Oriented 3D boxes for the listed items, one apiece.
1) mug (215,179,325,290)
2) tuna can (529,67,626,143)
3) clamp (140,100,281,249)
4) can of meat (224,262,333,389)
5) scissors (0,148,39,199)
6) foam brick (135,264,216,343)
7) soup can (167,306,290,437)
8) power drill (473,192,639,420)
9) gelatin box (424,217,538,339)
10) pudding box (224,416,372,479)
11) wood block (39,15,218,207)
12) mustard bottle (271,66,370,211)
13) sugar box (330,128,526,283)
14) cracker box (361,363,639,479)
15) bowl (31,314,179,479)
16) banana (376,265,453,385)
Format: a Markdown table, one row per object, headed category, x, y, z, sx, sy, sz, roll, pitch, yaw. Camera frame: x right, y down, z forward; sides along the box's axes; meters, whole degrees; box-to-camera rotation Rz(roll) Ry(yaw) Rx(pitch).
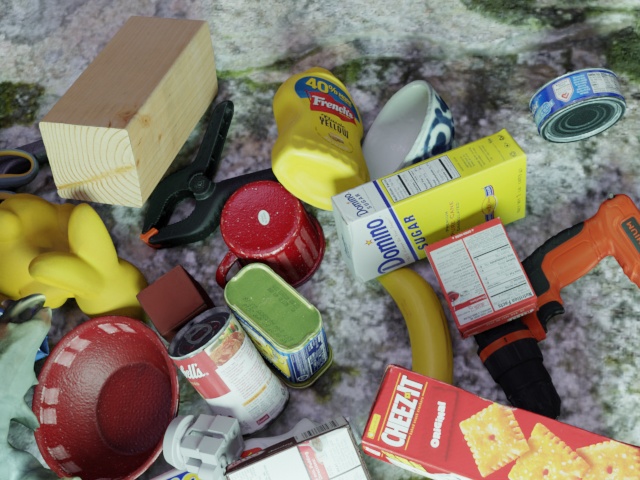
| category | x | y | z | sx | sy | sz | roll | pitch | yaw |
| --- | --- | --- | --- | --- | --- | --- | --- | --- | --- |
| mug | -0.057 | 0.001 | 1.026 | 0.117 | 0.081 | 0.093 | -43 | 66 | -7 |
| tuna can | 0.243 | -0.126 | 1.008 | 0.086 | 0.086 | 0.034 | -15 | 67 | 6 |
| clamp | -0.106 | -0.050 | 1.082 | 0.120 | 0.039 | 0.171 | 35 | 86 | 28 |
| can of meat | -0.040 | 0.078 | 0.986 | 0.102 | 0.084 | 0.057 | 39 | 71 | 23 |
| scissors | -0.388 | -0.040 | 1.117 | 0.202 | 0.016 | 0.096 | -16 | 80 | 2 |
| foam brick | -0.132 | 0.067 | 1.019 | 0.053 | 0.078 | 0.051 | -35 | 67 | -3 |
| soup can | -0.081 | 0.119 | 0.965 | 0.068 | 0.102 | 0.068 | -29 | 22 | 13 |
| power drill | 0.222 | 0.055 | 0.955 | 0.187 | 0.057 | 0.184 | -26 | 65 | 1 |
| gelatin box | 0.142 | 0.033 | 0.941 | 0.073 | 0.030 | 0.089 | -23 | 62 | 5 |
| pudding box | -0.013 | 0.211 | 0.894 | 0.113 | 0.039 | 0.090 | -22 | 91 | -4 |
| wood block | -0.182 | -0.133 | 1.055 | 0.091 | 0.090 | 0.206 | 7 | 41 | 14 |
| mustard bottle | -0.001 | -0.113 | 1.047 | 0.058 | 0.096 | 0.191 | -50 | 26 | 32 |
| sugar box | 0.102 | -0.030 | 0.979 | 0.176 | 0.093 | 0.048 | -24 | 52 | -8 |
| cracker box | 0.144 | 0.169 | 0.847 | 0.214 | 0.164 | 0.072 | 19 | 77 | 8 |
| bowl | -0.189 | 0.153 | 0.999 | 0.162 | 0.055 | 0.162 | -7 | 72 | 23 |
| banana | 0.089 | 0.100 | 0.982 | 0.070 | 0.037 | 0.198 | -26 | 61 | 25 |
